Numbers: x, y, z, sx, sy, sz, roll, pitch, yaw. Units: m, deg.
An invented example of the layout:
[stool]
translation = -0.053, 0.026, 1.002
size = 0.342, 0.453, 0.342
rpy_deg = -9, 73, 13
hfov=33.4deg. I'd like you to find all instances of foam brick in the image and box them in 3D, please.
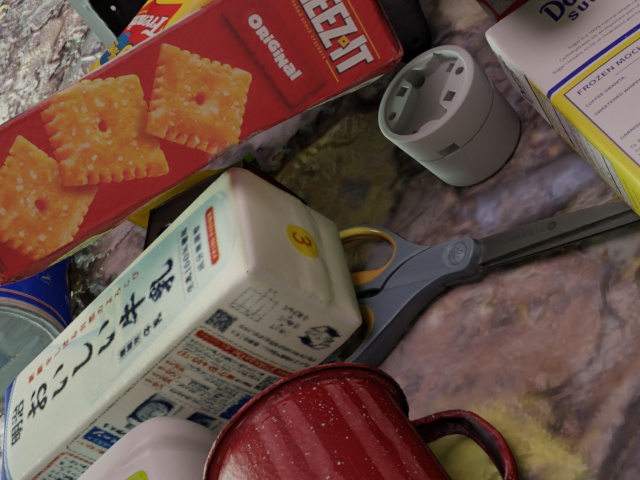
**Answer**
[foam brick]
translation = -0.054, 0.001, 0.596
size = 0.078, 0.051, 0.053
rpy_deg = -25, 45, 32

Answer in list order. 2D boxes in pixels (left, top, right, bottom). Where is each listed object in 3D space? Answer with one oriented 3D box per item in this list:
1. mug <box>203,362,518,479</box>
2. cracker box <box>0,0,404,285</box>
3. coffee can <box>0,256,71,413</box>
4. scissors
[mug]
translation = 0.022, 0.104, 0.414
size = 0.117, 0.093, 0.082
rpy_deg = -20, 40, -16
[cracker box]
translation = -0.068, -0.067, 0.548
size = 0.214, 0.072, 0.164
rpy_deg = -28, 8, 4
[coffee can]
translation = -0.216, 0.028, 0.706
size = 0.103, 0.102, 0.140
rpy_deg = -37, 39, 20
[scissors]
translation = 0.055, 0.026, 0.489
size = 0.202, 0.016, 0.096
rpy_deg = -1, 62, 46
